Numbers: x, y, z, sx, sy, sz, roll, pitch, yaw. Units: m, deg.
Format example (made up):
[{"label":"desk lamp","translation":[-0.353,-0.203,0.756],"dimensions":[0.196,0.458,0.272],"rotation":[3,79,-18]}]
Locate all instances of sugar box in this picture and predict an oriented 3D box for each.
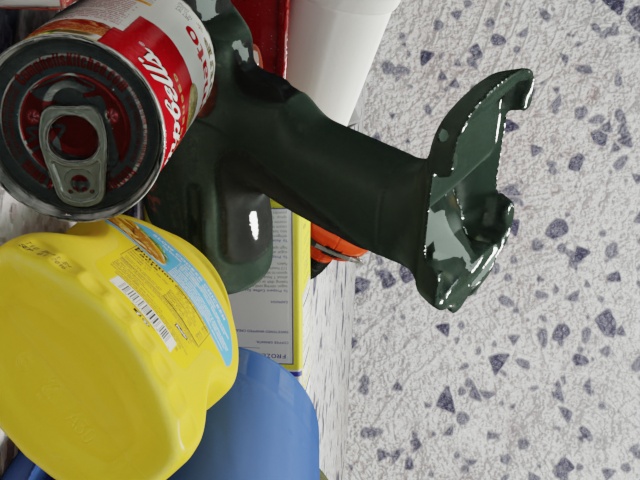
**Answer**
[{"label":"sugar box","translation":[-0.053,0.046,0.640],"dimensions":[0.048,0.093,0.176],"rotation":[-73,165,-63]}]

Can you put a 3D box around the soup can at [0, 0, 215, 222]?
[{"label":"soup can","translation":[-0.082,-0.057,0.411],"dimensions":[0.102,0.068,0.068],"rotation":[-77,168,-66]}]

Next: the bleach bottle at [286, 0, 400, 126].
[{"label":"bleach bottle","translation":[-0.005,-0.096,0.706],"dimensions":[0.251,0.068,0.102],"rotation":[108,-7,-49]}]

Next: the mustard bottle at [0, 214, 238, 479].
[{"label":"mustard bottle","translation":[-0.077,0.034,0.440],"dimensions":[0.096,0.058,0.191],"rotation":[49,9,-3]}]
